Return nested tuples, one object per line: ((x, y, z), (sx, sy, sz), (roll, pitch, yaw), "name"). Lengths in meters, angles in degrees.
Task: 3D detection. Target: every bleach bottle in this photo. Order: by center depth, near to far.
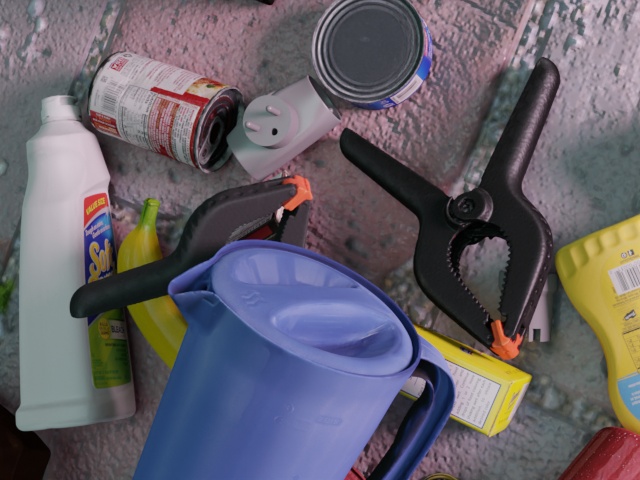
((-0.192, 0.013, 0.812), (0.068, 0.102, 0.251), (-8, 84, 14), "bleach bottle")

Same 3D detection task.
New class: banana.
((-0.101, 0.066, 0.804), (0.070, 0.037, 0.198), (-43, 77, 36), "banana")

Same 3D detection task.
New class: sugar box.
((0.051, 0.074, 0.729), (0.176, 0.093, 0.048), (26, 93, 19), "sugar box")

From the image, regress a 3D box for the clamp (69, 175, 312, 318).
((-0.076, 0.020, 0.685), (0.120, 0.039, 0.171), (30, 103, -23), "clamp")

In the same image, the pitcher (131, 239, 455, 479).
((-0.037, 0.134, 0.658), (0.149, 0.144, 0.243), (36, 116, 24), "pitcher")

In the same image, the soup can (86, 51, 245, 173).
((-0.118, -0.099, 0.816), (0.102, 0.068, 0.068), (21, 92, 20), "soup can")

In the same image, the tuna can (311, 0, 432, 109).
((0.039, -0.140, 0.784), (0.086, 0.033, 0.086), (-2, 84, 19), "tuna can")

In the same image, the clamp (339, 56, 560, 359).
((0.111, -0.024, 0.724), (0.165, 0.036, 0.210), (-25, 59, 14), "clamp")
